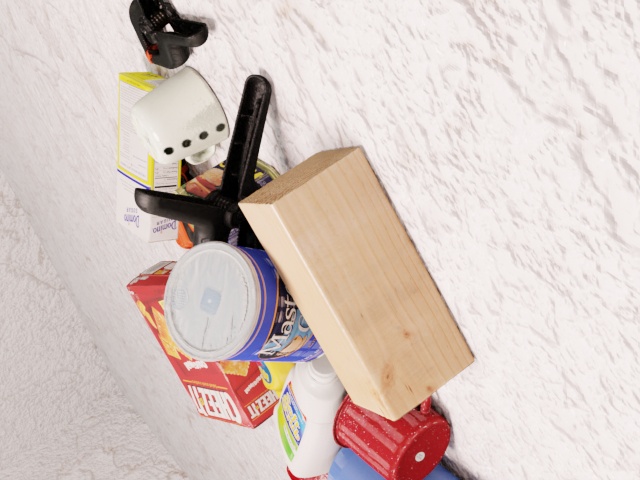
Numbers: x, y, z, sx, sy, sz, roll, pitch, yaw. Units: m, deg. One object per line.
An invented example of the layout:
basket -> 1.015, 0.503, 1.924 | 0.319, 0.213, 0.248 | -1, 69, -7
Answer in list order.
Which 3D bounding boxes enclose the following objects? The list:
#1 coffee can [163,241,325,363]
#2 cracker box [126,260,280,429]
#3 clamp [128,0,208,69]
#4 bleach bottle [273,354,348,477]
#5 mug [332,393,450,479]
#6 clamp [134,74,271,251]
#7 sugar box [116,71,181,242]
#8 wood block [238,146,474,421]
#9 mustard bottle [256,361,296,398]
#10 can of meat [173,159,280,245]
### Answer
coffee can -> -0.057, 0.059, 0.962 | 0.103, 0.103, 0.140 | 46, -161, 29
cracker box -> -0.149, 0.131, 1.367 | 0.164, 0.072, 0.213 | -4, 117, 60
clamp -> -0.161, -0.221, 1.031 | 0.120, 0.039, 0.172 | 59, 162, -4
bleach bottle -> -0.007, 0.170, 1.135 | 0.251, 0.068, 0.102 | 98, 157, -60
mug -> 0.076, 0.176, 1.038 | 0.082, 0.093, 0.117 | 36, 117, 38
clamp -> -0.093, -0.027, 0.963 | 0.036, 0.164, 0.210 | 29, 146, 27
sugar box -> -0.193, -0.095, 1.199 | 0.093, 0.048, 0.176 | 29, 122, 51
wood block -> 0.030, 0.034, 0.889 | 0.206, 0.090, 0.091 | 60, 162, -12
mustard bottle -> -0.060, 0.119, 1.265 | 0.191, 0.058, 0.096 | 66, 171, -26
can of meat -> -0.090, -0.040, 1.082 | 0.102, 0.083, 0.057 | 33, 151, 52
